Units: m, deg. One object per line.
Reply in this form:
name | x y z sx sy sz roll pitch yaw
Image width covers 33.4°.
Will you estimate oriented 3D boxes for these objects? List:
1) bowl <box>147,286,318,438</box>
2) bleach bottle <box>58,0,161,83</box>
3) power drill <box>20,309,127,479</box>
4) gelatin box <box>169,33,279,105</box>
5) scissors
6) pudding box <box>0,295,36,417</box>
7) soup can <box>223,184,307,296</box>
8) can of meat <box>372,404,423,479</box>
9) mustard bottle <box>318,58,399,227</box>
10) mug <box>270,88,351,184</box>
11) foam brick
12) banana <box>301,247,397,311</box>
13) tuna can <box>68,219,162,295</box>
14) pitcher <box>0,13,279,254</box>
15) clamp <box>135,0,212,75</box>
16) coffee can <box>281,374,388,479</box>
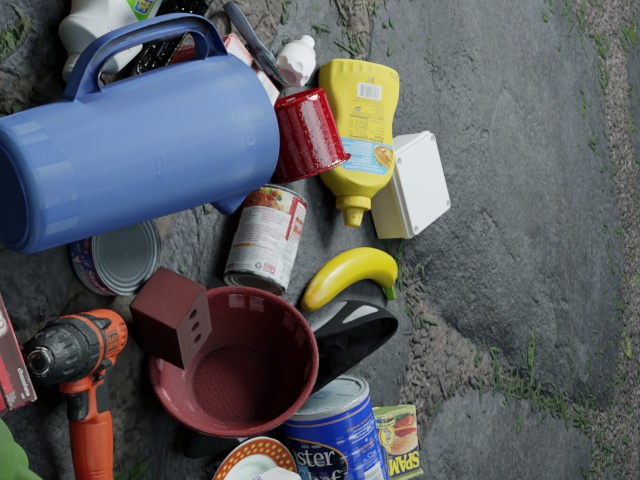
bowl | -0.083 0.126 1.029 0.055 0.162 0.162 92 18 -56
bleach bottle | -0.181 -0.253 0.968 0.102 0.068 0.250 41 58 -45
power drill | -0.196 0.153 0.868 0.184 0.057 0.188 -23 113 -84
gelatin box | -0.095 -0.163 1.067 0.089 0.073 0.030 50 49 -38
scissors | -0.066 -0.198 1.060 0.096 0.016 0.202 55 1 -11
pudding box | -0.263 0.078 0.788 0.039 0.114 0.090 -28 110 -42
soup can | -0.057 0.001 1.112 0.068 0.069 0.102 37 59 -46
can of meat | 0.077 0.246 1.288 0.101 0.058 0.084 0 85 -54
mustard bottle | 0.042 -0.111 1.255 0.096 0.058 0.191 7 82 -29
mug | -0.033 -0.110 1.148 0.117 0.093 0.081 -22 103 -14
foam brick | -0.137 0.072 0.983 0.053 0.051 0.078 -56 162 -30
banana | 0.043 0.044 1.270 0.197 0.037 0.069 -2 88 -54
tuna can | -0.185 0.008 0.966 0.085 0.034 0.086 5 83 -53
pitcher | -0.165 -0.084 0.897 0.242 0.145 0.149 -22 73 -39
clamp | -0.129 -0.221 1.024 0.039 0.120 0.171 35 26 -7
coffee can | 0.016 0.231 1.166 0.102 0.103 0.140 -30 111 -50
